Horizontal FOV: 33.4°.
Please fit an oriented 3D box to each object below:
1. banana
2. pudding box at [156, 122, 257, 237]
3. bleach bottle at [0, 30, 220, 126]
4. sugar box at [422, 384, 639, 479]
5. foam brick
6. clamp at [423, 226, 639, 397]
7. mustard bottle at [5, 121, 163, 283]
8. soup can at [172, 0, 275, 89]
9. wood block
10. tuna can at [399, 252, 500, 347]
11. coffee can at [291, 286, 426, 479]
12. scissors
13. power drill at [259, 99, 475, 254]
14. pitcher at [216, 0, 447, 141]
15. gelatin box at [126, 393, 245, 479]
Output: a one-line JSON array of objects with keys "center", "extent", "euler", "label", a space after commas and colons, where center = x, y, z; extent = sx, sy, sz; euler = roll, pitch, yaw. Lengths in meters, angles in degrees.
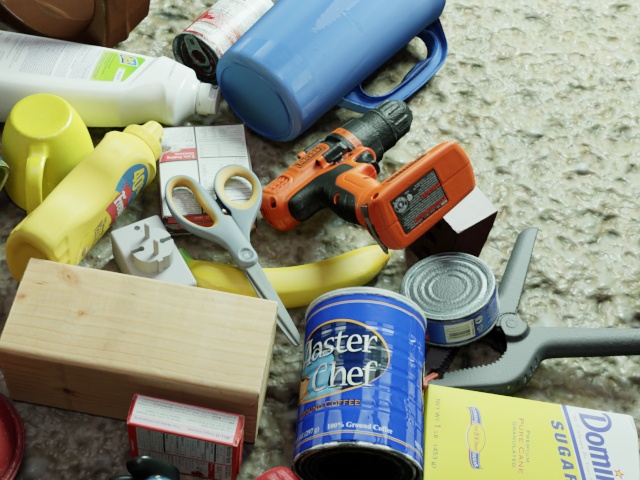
[{"center": [-0.032, 0.031, 0.959], "extent": [0.197, 0.037, 0.069], "euler": [1, 57, -6], "label": "banana"}, {"center": [-0.109, -0.058, 1.015], "extent": [0.090, 0.039, 0.113], "euler": [-3, 57, -9], "label": "pudding box"}, {"center": [-0.225, -0.148, 1.041], "extent": [0.251, 0.068, 0.102], "euler": [8, 45, 2], "label": "bleach bottle"}, {"center": [0.169, 0.178, 0.870], "extent": [0.176, 0.048, 0.093], "euler": [7, 54, 0], "label": "sugar box"}, {"center": [0.120, -0.012, 0.981], "extent": [0.051, 0.078, 0.053], "euler": [-27, 62, -25], "label": "foam brick"}, {"center": [0.166, 0.075, 0.948], "extent": [0.209, 0.036, 0.165], "euler": [-23, 51, -16], "label": "clamp"}, {"center": [-0.199, -0.042, 0.951], "extent": [0.058, 0.096, 0.191], "euler": [32, 55, 4], "label": "mustard bottle"}, {"center": [-0.096, -0.213, 1.108], "extent": [0.068, 0.068, 0.102], "euler": [31, 57, 16], "label": "soup can"}, {"center": [-0.144, 0.091, 0.871], "extent": [0.206, 0.091, 0.090], "euler": [10, 54, 1], "label": "wood block"}, {"center": [0.113, 0.050, 0.932], "extent": [0.086, 0.034, 0.086], "euler": [-8, 41, 7], "label": "tuna can"}, {"center": [0.033, 0.123, 0.860], "extent": [0.103, 0.103, 0.140], "euler": [6, 54, -2], "label": "coffee can"}, {"center": [-0.056, 0.001, 0.944], "extent": [0.096, 0.016, 0.202], "euler": [-37, 66, -28], "label": "scissors"}, {"center": [0.053, -0.062, 0.966], "extent": [0.184, 0.057, 0.188], "euler": [-40, 27, -18], "label": "power drill"}, {"center": [0.017, -0.203, 1.086], "extent": [0.149, 0.145, 0.242], "euler": [27, 59, 29], "label": "pitcher"}, {"center": [-0.105, 0.156, 0.839], "extent": [0.089, 0.073, 0.030], "euler": [10, 54, 1], "label": "gelatin box"}]
